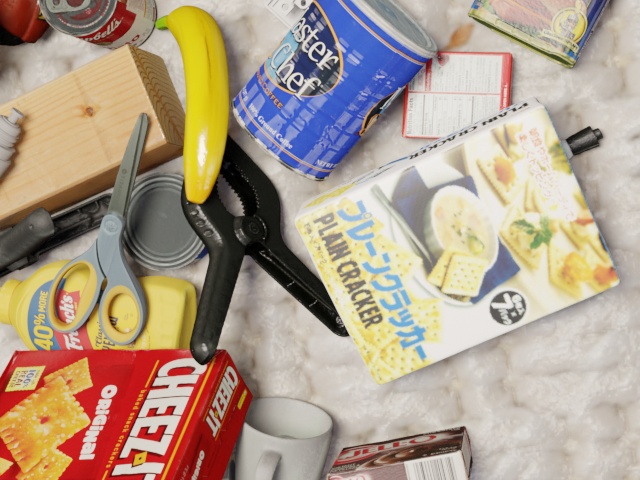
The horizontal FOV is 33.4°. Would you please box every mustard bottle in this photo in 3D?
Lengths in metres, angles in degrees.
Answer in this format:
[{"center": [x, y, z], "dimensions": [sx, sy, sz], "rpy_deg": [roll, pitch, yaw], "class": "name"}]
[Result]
[{"center": [-0.208, 0.067, 0.943], "dimensions": [0.192, 0.058, 0.096], "rpy_deg": [10, 108, 11], "class": "mustard bottle"}]

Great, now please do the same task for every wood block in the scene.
[{"center": [-0.225, -0.081, 0.925], "dimensions": [0.206, 0.090, 0.091], "rpy_deg": [-23, 87, 11], "class": "wood block"}]

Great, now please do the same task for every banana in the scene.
[{"center": [-0.100, -0.127, 0.880], "dimensions": [0.037, 0.070, 0.198], "rpy_deg": [5, 56, -26], "class": "banana"}]

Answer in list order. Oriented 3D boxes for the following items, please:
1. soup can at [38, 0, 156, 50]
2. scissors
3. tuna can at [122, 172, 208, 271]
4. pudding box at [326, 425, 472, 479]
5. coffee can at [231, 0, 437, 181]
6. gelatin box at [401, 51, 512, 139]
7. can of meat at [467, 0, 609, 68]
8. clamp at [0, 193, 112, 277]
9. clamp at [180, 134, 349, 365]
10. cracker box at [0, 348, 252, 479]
[{"center": [-0.186, -0.200, 0.905], "dimensions": [0.068, 0.102, 0.068], "rpy_deg": [0, 92, 10], "class": "soup can"}, {"center": [-0.158, 0.004, 0.879], "dimensions": [0.096, 0.016, 0.202], "rpy_deg": [35, 107, 2], "class": "scissors"}, {"center": [-0.133, -0.017, 0.938], "dimensions": [0.086, 0.033, 0.086], "rpy_deg": [0, 92, 11], "class": "tuna can"}, {"center": [0.067, 0.188, 0.882], "dimensions": [0.113, 0.090, 0.039], "rpy_deg": [-10, 92, 10], "class": "pudding box"}, {"center": [0.010, -0.133, 0.858], "dimensions": [0.103, 0.102, 0.140], "rpy_deg": [44, 111, 6], "class": "coffee can"}, {"center": [0.114, -0.120, 0.890], "dimensions": [0.089, 0.030, 0.073], "rpy_deg": [3, 94, 11], "class": "gelatin box"}, {"center": [0.180, -0.198, 0.861], "dimensions": [0.102, 0.057, 0.084], "rpy_deg": [29, 99, 8], "class": "can of meat"}, {"center": [-0.257, 0.003, 0.942], "dimensions": [0.172, 0.120, 0.039], "rpy_deg": [-23, 85, 32], "class": "clamp"}, {"center": [-0.056, 0.001, 0.899], "dimensions": [0.036, 0.164, 0.210], "rpy_deg": [-34, 63, 44], "class": "clamp"}, {"center": [-0.183, 0.167, 0.860], "dimensions": [0.214, 0.164, 0.072], "rpy_deg": [-3, 133, 24], "class": "cracker box"}]
